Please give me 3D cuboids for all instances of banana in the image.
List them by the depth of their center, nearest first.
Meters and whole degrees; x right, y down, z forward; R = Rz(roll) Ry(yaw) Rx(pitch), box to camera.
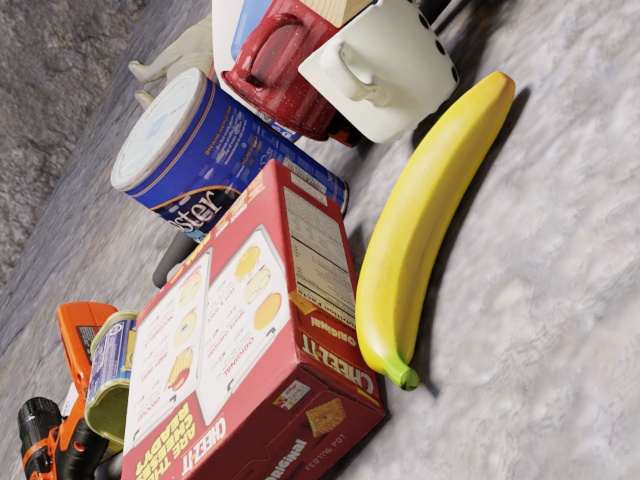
[{"bbox_3d":[0.059,-0.004,0.585,0.070,0.037,0.197,-8,55,46],"label":"banana"}]

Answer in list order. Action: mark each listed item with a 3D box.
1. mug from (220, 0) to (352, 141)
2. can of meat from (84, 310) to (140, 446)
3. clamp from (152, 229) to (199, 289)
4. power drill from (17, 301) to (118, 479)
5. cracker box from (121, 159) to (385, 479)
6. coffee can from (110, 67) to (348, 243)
[{"bbox_3d":[-0.019,-0.131,0.764,0.093,0.117,0.081,41,107,26],"label":"mug"},{"bbox_3d":[-0.119,0.110,0.777,0.057,0.102,0.084,-52,22,22],"label":"can of meat"},{"bbox_3d":[-0.115,-0.028,1.054,0.164,0.036,0.210,-70,16,-8],"label":"clamp"},{"bbox_3d":[-0.209,0.147,0.905,0.185,0.057,0.188,52,132,46],"label":"power drill"},{"bbox_3d":[-0.048,0.073,0.656,0.164,0.072,0.214,-47,26,22],"label":"cracker box"},{"bbox_3d":[-0.065,-0.043,0.775,0.103,0.140,0.103,-42,27,26],"label":"coffee can"}]
